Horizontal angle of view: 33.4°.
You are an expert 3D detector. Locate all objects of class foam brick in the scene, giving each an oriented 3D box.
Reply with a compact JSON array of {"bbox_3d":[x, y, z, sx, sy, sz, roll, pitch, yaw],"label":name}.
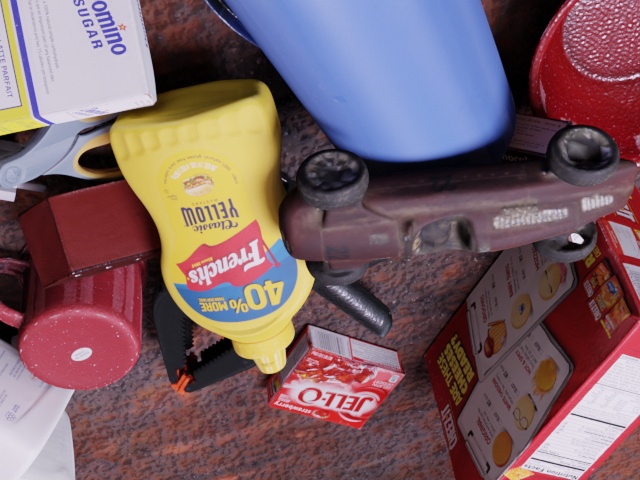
[{"bbox_3d":[-0.142,-0.006,0.683,0.078,0.051,0.053,-17,179,-36],"label":"foam brick"}]

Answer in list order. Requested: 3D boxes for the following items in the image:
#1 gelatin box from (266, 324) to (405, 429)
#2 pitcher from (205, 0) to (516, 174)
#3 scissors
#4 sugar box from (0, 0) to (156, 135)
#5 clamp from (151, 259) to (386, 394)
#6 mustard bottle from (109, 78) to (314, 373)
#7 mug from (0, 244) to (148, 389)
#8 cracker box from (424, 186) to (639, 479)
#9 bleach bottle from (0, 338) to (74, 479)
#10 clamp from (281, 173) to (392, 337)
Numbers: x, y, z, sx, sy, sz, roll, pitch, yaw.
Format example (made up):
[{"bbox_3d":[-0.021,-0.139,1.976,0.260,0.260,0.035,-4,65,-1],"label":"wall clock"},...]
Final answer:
[{"bbox_3d":[0.012,0.112,0.858,0.089,0.030,0.073,19,125,-24],"label":"gelatin box"},{"bbox_3d":[0.015,-0.130,0.586,0.145,0.149,0.242,-31,137,5],"label":"pitcher"},{"bbox_3d":[-0.177,-0.060,0.631,0.201,0.016,0.096,-15,130,-33],"label":"scissors"},{"bbox_3d":[-0.186,-0.106,0.596,0.176,0.048,0.093,-10,90,-3],"label":"sugar box"},{"bbox_3d":[-0.066,0.023,0.728,0.164,0.036,0.210,32,124,-10],"label":"clamp"},{"bbox_3d":[-0.054,0.001,0.656,0.096,0.058,0.191,-10,119,10],"label":"mustard bottle"},{"bbox_3d":[-0.175,0.045,0.733,0.117,0.081,0.093,21,124,-25],"label":"mug"},{"bbox_3d":[0.168,0.079,0.767,0.072,0.164,0.214,17,126,-20],"label":"cracker box"},{"bbox_3d":[-0.292,0.065,0.713,0.250,0.102,0.068,37,114,-11],"label":"bleach bottle"},{"bbox_3d":[-0.031,0.022,0.767,0.120,0.039,0.171,-21,123,10],"label":"clamp"}]
